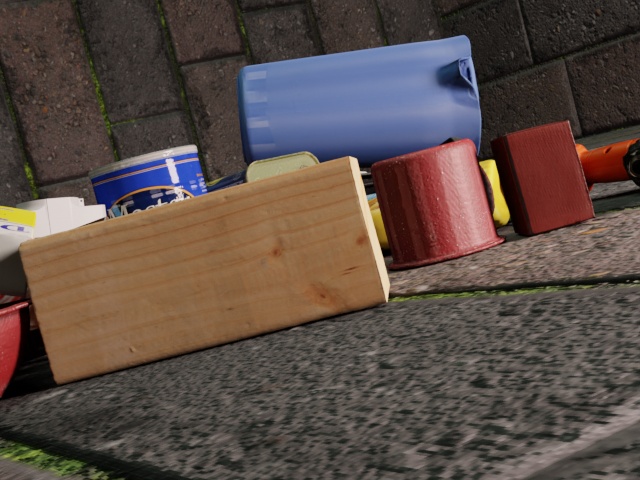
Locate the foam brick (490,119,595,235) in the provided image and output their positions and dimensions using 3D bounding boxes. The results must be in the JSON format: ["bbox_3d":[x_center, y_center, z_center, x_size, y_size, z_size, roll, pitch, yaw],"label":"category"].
[{"bbox_3d":[0.166,-0.047,0.805,0.051,0.078,0.053,-16,3,-1],"label":"foam brick"}]

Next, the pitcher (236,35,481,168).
[{"bbox_3d":[0.039,-0.131,1.108,0.243,0.149,0.145,-5,30,-2],"label":"pitcher"}]

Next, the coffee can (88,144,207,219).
[{"bbox_3d":[-0.147,-0.008,0.989,0.103,0.140,0.103,-15,3,1],"label":"coffee can"}]

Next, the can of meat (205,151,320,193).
[{"bbox_3d":[-0.058,-0.044,1.038,0.084,0.057,0.101,-16,1,43],"label":"can of meat"}]

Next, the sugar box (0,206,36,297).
[{"bbox_3d":[-0.246,0.000,0.738,0.093,0.048,0.176,7,3,-16],"label":"sugar box"}]

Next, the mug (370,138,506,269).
[{"bbox_3d":[0.094,-0.032,0.817,0.117,0.081,0.093,-18,4,-41],"label":"mug"}]

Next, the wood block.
[{"bbox_3d":[-0.068,0.016,0.669,0.206,0.090,0.091,-15,2,6],"label":"wood block"}]
